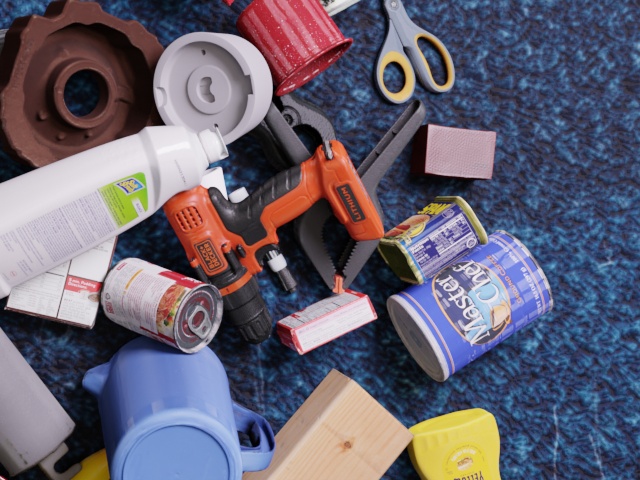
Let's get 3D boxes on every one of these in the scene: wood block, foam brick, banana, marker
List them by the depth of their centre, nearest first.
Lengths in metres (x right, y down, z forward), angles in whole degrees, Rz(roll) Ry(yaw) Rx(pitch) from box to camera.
[{"bbox_3d":[-0.255,0.295,1.057,0.069,0.037,0.198,16,89,-33],"label":"banana"},{"bbox_3d":[-0.013,0.243,1.085,0.090,0.090,0.206,43,82,-10],"label":"wood block"},{"bbox_3d":[-0.057,0.001,1.103,0.020,0.020,0.121,-31,99,-11],"label":"marker"},{"bbox_3d":[0.140,-0.092,1.132,0.078,0.051,0.053,5,91,-14],"label":"foam brick"}]

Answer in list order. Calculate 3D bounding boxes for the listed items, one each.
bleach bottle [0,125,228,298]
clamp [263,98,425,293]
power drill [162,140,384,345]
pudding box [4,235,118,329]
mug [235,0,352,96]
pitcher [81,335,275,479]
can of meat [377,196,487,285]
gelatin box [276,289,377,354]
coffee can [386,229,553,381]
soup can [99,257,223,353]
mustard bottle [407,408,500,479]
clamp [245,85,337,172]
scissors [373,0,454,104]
[{"bbox_3d":[-0.203,-0.038,0.977,0.250,0.102,0.068,-23,55,-5],"label":"bleach bottle"},{"bbox_3d":[0.030,-0.049,1.083,0.164,0.036,0.210,-8,112,-9],"label":"clamp"},{"bbox_3d":[-0.037,-0.001,1.043,0.188,0.057,0.184,-25,115,5],"label":"power drill"},{"bbox_3d":[-0.252,0.023,1.046,0.090,0.039,0.113,15,86,-12],"label":"pudding box"},{"bbox_3d":[-0.038,-0.194,1.045,0.117,0.093,0.081,-35,89,18],"label":"mug"},{"bbox_3d":[-0.127,0.175,0.975,0.149,0.243,0.145,-26,102,-7],"label":"pitcher"},{"bbox_3d":[0.112,0.000,1.103,0.084,0.102,0.057,-33,99,-9],"label":"can of meat"},{"bbox_3d":[0.005,0.083,1.092,0.089,0.073,0.030,-25,98,-12],"label":"gelatin box"},{"bbox_3d":[0.155,0.068,1.114,0.140,0.103,0.103,-31,99,-11],"label":"coffee can"},{"bbox_3d":[-0.154,0.061,1.030,0.068,0.102,0.068,-30,129,-47],"label":"soup can"},{"bbox_3d":[0.157,0.284,1.144,0.096,0.058,0.191,-14,95,-13],"label":"mustard bottle"},{"bbox_3d":[-0.050,-0.118,1.091,0.120,0.039,0.171,-40,96,-9],"label":"clamp"},{"bbox_3d":[0.065,-0.231,1.128,0.096,0.016,0.201,-40,100,-10],"label":"scissors"}]
